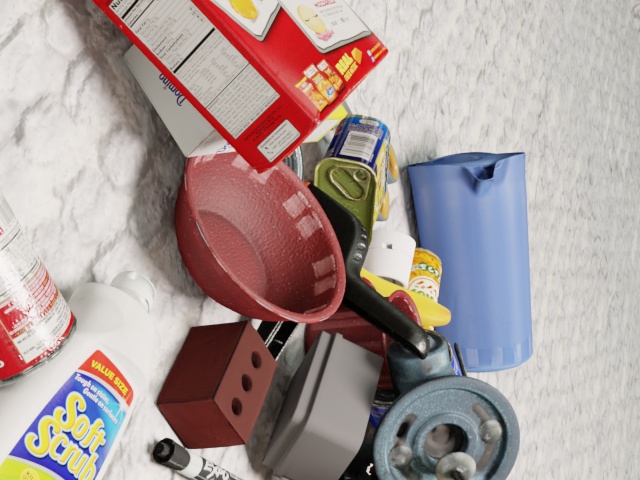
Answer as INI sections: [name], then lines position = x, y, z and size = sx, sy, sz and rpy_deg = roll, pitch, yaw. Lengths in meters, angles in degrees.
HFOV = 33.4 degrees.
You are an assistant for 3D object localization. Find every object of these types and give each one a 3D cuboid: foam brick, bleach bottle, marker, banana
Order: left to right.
[bleach bottle]
position = -0.157, 0.100, 0.602
size = 0.250, 0.068, 0.102
rpy_deg = -67, 142, -49
[marker]
position = -0.083, 0.169, 0.775
size = 0.121, 0.020, 0.020
rpy_deg = 45, 45, -50
[foam brick]
position = -0.074, 0.104, 0.773
size = 0.053, 0.051, 0.078
rpy_deg = 62, 34, -35
[banana]
position = 0.050, 0.046, 1.007
size = 0.197, 0.070, 0.037
rpy_deg = 34, 67, -49

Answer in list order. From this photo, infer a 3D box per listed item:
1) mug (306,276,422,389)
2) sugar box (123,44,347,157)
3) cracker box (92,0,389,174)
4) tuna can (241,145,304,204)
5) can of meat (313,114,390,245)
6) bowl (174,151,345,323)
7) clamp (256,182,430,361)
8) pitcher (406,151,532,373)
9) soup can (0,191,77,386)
[mug]
position = 0.036, 0.084, 0.961
size = 0.093, 0.082, 0.117
rpy_deg = -57, 133, -52
[sugar box]
position = -0.059, -0.117, 0.811
size = 0.093, 0.048, 0.175
rpy_deg = 57, 29, 10
[cracker box]
position = -0.066, -0.166, 0.741
size = 0.213, 0.072, 0.164
rpy_deg = 46, 33, -6
[tuna can]
position = -0.047, -0.067, 0.888
size = 0.086, 0.034, 0.086
rpy_deg = 24, 62, -59
[can of meat]
position = 0.031, -0.055, 0.989
size = 0.083, 0.057, 0.102
rpy_deg = -67, 164, -49
[bowl]
position = -0.055, 0.001, 0.797
size = 0.162, 0.055, 0.162
rpy_deg = 35, 36, -31
[clamp]
position = -0.012, 0.039, 0.863
size = 0.036, 0.164, 0.210
rpy_deg = 60, 11, -46
[pitcher]
position = 0.176, 0.020, 1.221
size = 0.148, 0.145, 0.243
rpy_deg = -15, 101, -51
[soup can]
position = -0.182, 0.018, 0.564
size = 0.102, 0.069, 0.068
rpy_deg = 67, 31, -28
